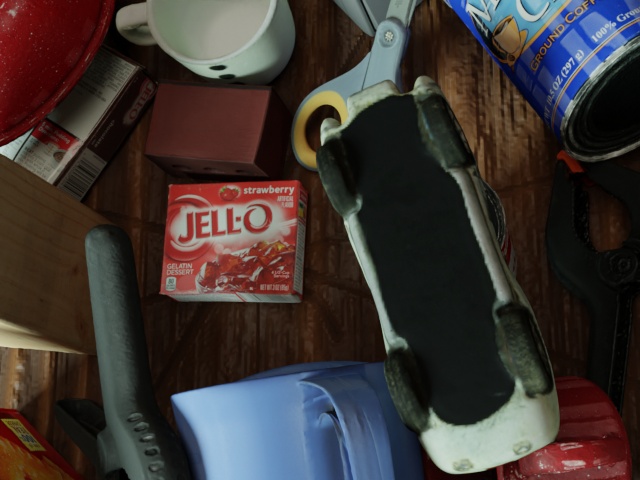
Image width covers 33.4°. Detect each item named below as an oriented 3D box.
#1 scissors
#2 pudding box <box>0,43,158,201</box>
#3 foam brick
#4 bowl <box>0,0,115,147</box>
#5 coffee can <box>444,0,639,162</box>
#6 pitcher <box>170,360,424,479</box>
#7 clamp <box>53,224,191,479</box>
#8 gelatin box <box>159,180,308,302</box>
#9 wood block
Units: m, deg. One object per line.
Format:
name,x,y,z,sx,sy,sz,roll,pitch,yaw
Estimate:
scissors,0.026,-0.118,0.648,0.096,0.016,0.202,11,107,31
pudding box,-0.178,-0.087,0.726,0.090,0.039,0.113,32,83,22
foam brick,-0.064,-0.068,0.683,0.078,0.053,0.051,6,78,17
bowl,-0.211,-0.140,0.697,0.162,0.055,0.162,-20,53,28
coffee can,0.142,-0.129,0.605,0.103,0.102,0.140,-33,59,4
pitcher,0.004,0.184,0.550,0.145,0.149,0.243,-14,79,24
clamp,-0.107,0.119,0.587,0.036,0.165,0.210,-5,52,-27
gelatin box,-0.055,0.001,0.675,0.089,0.030,0.073,0,76,14
wood block,-0.204,0.005,0.619,0.091,0.206,0.090,2,77,15
